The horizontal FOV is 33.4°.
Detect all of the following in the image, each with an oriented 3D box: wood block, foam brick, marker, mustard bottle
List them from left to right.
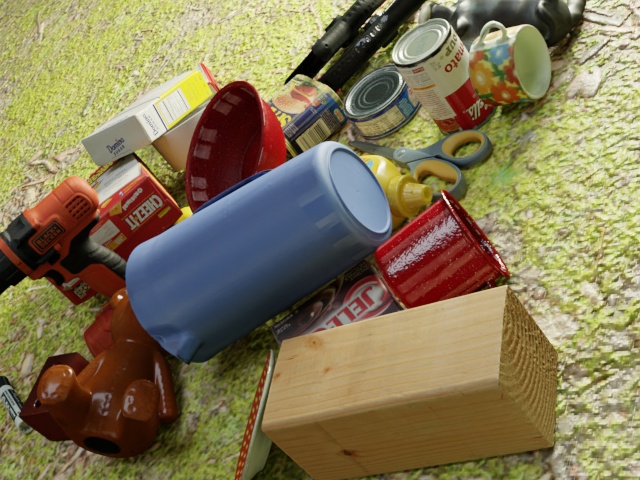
[{"bbox_3d":[-0.352,0.186,1.221,0.020,0.020,0.121,-47,35,-8],"label":"marker"},{"bbox_3d":[-0.274,0.167,1.136,0.053,0.051,0.078,-13,43,36],"label":"foam brick"},{"bbox_3d":[0.029,-0.039,1.063,0.192,0.058,0.096,-4,52,42],"label":"mustard bottle"},{"bbox_3d":[0.068,0.116,0.824,0.206,0.090,0.090,-17,41,31],"label":"wood block"}]

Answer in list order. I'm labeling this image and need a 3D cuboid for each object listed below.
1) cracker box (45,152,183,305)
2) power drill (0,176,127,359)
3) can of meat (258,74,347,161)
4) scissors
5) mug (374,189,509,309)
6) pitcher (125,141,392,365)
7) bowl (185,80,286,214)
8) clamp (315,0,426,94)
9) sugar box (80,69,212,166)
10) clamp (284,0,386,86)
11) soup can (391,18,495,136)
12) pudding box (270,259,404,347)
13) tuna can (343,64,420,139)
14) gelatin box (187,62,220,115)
[{"bbox_3d":[-0.261,-0.024,1.287,0.164,0.072,0.214,-42,21,-3],"label":"cracker box"},{"bbox_3d":[-0.272,0.049,1.146,0.184,0.187,0.057,-43,36,-5],"label":"power drill"},{"bbox_3d":[-0.026,-0.140,1.232,0.084,0.057,0.102,-43,35,-8],"label":"can of meat"},{"bbox_3d":[0.104,-0.095,1.092,0.096,0.016,0.202,-40,34,-1],"label":"scissors"},{"bbox_3d":[0.106,0.027,0.902,0.081,0.093,0.117,-38,70,13],"label":"mug"},{"bbox_3d":[-0.057,0.001,1.007,0.243,0.149,0.144,-31,-8,28],"label":"pitcher"},{"bbox_3d":[-0.085,-0.090,1.167,0.162,0.055,0.162,-22,62,50],"label":"bowl"},{"bbox_3d":[0.074,-0.251,1.254,0.210,0.036,0.164,-46,7,11],"label":"clamp"},{"bbox_3d":[-0.214,-0.155,1.336,0.093,0.048,0.176,-20,20,30],"label":"sugar box"},{"bbox_3d":[0.026,-0.252,1.291,0.171,0.039,0.120,-52,12,-15],"label":"clamp"},{"bbox_3d":[0.124,-0.163,1.068,0.069,0.102,0.068,-26,37,21],"label":"soup can"},{"bbox_3d":[0.020,0.080,0.957,0.113,0.039,0.090,-38,34,4],"label":"pudding box"},{"bbox_3d":[0.068,-0.153,1.174,0.086,0.033,0.086,-26,37,21],"label":"tuna can"},{"bbox_3d":[-0.182,-0.197,1.470,0.089,0.030,0.073,-37,33,6],"label":"gelatin box"}]
